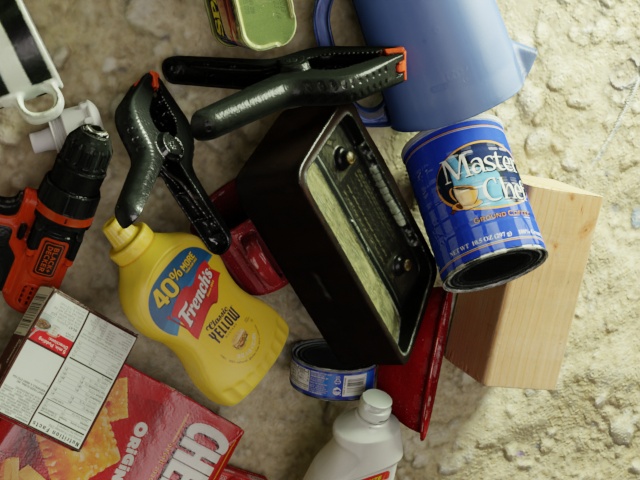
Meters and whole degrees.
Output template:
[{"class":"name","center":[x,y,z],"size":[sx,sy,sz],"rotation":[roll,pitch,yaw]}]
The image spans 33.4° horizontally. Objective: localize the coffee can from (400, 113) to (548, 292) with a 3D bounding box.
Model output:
[{"class":"coffee can","center":[0.144,-0.034,1.010],"size":[0.102,0.103,0.140],"rotation":[-8,68,-20]}]

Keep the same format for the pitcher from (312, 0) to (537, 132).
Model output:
[{"class":"pitcher","center":[0.077,-0.224,0.960],"size":[0.149,0.145,0.243],"rotation":[-36,113,-34]}]

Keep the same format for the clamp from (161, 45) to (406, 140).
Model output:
[{"class":"clamp","center":[-0.026,-0.130,0.894],"size":[0.210,0.164,0.036],"rotation":[-7,119,-6]}]

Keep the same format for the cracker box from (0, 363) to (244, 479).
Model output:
[{"class":"cracker box","center":[-0.200,0.192,0.969],"size":[0.213,0.072,0.164],"rotation":[34,79,-25]}]

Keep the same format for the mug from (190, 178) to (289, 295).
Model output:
[{"class":"mug","center":[-0.056,0.001,0.969],"size":[0.093,0.117,0.081],"rotation":[-32,119,3]}]

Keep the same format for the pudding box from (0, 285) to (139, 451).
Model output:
[{"class":"pudding box","center":[-0.217,0.107,0.891],"size":[0.090,0.039,0.113],"rotation":[34,74,-27]}]

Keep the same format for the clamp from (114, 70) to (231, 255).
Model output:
[{"class":"clamp","center":[-0.140,-0.069,0.894],"size":[0.039,0.171,0.120],"rotation":[-32,158,23]}]

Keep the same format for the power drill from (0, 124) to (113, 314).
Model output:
[{"class":"power drill","center":[-0.280,-0.035,0.877],"size":[0.187,0.057,0.185],"rotation":[18,113,-23]}]

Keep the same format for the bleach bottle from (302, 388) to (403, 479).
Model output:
[{"class":"bleach bottle","center":[0.016,0.252,1.050],"size":[0.102,0.068,0.251],"rotation":[0,122,-25]}]

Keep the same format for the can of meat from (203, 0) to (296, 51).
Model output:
[{"class":"can of meat","center":[-0.064,-0.216,0.921],"size":[0.057,0.084,0.102],"rotation":[-19,111,-17]}]

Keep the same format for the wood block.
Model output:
[{"class":"wood block","center":[0.205,0.041,1.098],"size":[0.090,0.091,0.206],"rotation":[7,102,-24]}]

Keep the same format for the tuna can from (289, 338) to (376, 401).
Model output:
[{"class":"tuna can","center":[0.012,0.126,1.045],"size":[0.086,0.086,0.034],"rotation":[-1,106,-22]}]

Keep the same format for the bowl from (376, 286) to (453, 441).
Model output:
[{"class":"bowl","center":[0.091,0.114,1.058],"size":[0.055,0.162,0.162],"rotation":[11,102,10]}]

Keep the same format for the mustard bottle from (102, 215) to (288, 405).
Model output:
[{"class":"mustard bottle","center":[-0.117,0.050,0.924],"size":[0.191,0.058,0.096],"rotation":[48,66,-23]}]
